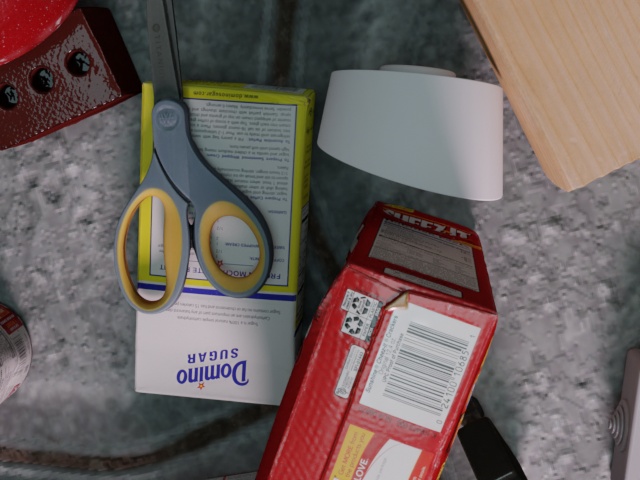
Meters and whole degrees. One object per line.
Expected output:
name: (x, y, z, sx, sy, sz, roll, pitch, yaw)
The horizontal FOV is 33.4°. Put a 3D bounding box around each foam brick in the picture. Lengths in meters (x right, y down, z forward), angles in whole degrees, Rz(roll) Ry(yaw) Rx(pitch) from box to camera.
foam brick: (-0.147, -0.090, 0.591, 0.078, 0.051, 0.053, -24, 97, 8)

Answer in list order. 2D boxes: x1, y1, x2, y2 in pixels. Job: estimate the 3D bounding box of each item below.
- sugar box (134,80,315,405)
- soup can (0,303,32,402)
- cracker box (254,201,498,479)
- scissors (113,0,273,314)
sugar box: (-0.054, 0.001, 0.602, 0.093, 0.048, 0.176, 5, 103, 6)
soup can: (-0.210, 0.075, 0.599, 0.068, 0.102, 0.068, 1, 100, 5)
cracker box: (0.023, 0.076, 0.523, 0.072, 0.213, 0.164, 20, 100, 3)
scissors: (-0.061, -0.054, 0.560, 0.096, 0.016, 0.202, 13, 103, 6)
